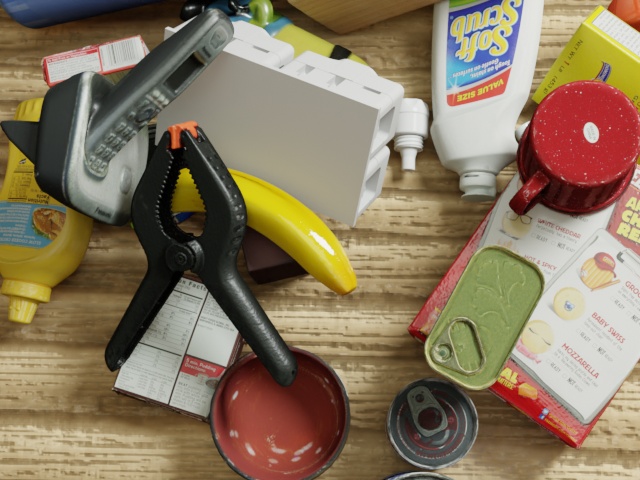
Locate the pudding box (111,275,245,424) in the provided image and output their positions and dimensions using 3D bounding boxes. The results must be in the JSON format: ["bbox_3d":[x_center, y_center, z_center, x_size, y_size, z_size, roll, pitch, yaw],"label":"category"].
[{"bbox_3d":[-0.114,0.088,0.898,0.090,0.039,0.113,17,77,8],"label":"pudding box"}]

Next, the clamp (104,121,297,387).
[{"bbox_3d":[-0.090,0.016,0.821,0.165,0.036,0.210,9,105,17],"label":"clamp"}]

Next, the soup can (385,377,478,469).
[{"bbox_3d":[0.085,0.146,0.844,0.068,0.102,0.068,0,78,2],"label":"soup can"}]

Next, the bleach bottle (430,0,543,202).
[{"bbox_3d":[0.147,-0.158,0.923,0.103,0.068,0.251,1,79,11],"label":"bleach bottle"}]

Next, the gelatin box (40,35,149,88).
[{"bbox_3d":[-0.190,-0.144,0.932,0.089,0.073,0.030,-13,77,0],"label":"gelatin box"}]

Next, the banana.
[{"bbox_3d":[-0.056,-0.017,0.839,0.198,0.037,0.070,17,113,20],"label":"banana"}]

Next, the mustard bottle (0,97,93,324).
[{"bbox_3d":[-0.236,-0.024,0.912,0.096,0.058,0.191,5,78,27],"label":"mustard bottle"}]

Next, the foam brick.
[{"bbox_3d":[-0.037,0.002,0.892,0.053,0.078,0.051,-13,79,0],"label":"foam brick"}]

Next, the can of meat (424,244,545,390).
[{"bbox_3d":[0.122,0.060,0.792,0.057,0.084,0.102,28,86,12],"label":"can of meat"}]

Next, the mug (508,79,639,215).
[{"bbox_3d":[0.187,-0.064,0.803,0.117,0.081,0.093,-41,78,1],"label":"mug"}]

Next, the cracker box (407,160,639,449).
[{"bbox_3d":[0.198,0.035,0.866,0.164,0.072,0.213,34,88,11],"label":"cracker box"}]
